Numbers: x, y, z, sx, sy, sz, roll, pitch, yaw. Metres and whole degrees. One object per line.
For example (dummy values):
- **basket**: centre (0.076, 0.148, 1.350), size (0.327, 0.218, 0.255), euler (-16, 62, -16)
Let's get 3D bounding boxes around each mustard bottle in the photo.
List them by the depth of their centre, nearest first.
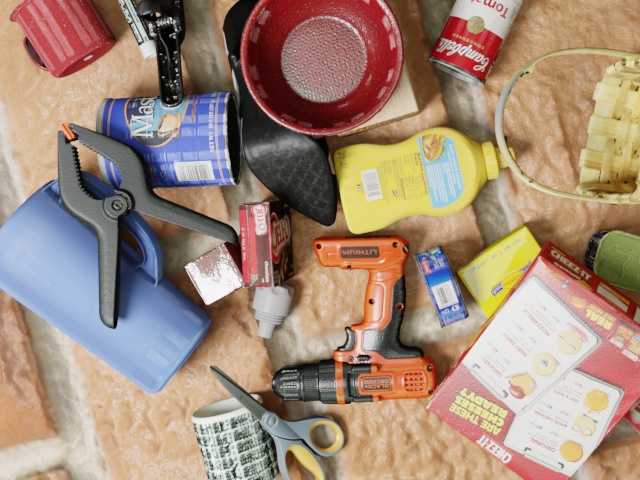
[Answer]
- **mustard bottle**: centre (0.116, -0.072, 1.159), size (0.191, 0.058, 0.096), euler (-12, 88, 6)

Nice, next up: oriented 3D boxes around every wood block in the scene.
- **wood block**: centre (0.034, -0.222, 1.141), size (0.091, 0.090, 0.206), euler (-17, 92, 6)

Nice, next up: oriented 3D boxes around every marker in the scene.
- **marker**: centre (-0.214, -0.261, 1.195), size (0.020, 0.020, 0.121), euler (-25, 92, 6)

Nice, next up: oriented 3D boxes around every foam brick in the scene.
- **foam brick**: centre (-0.110, 0.033, 1.178), size (0.053, 0.078, 0.051), euler (-29, 93, 6)

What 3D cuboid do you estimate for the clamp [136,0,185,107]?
- **clamp**: centre (-0.166, -0.236, 1.122), size (0.039, 0.171, 0.120), euler (-6, 138, -3)

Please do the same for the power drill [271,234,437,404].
- **power drill**: centre (0.033, 0.089, 1.181), size (0.184, 0.057, 0.188), euler (-3, 96, 3)

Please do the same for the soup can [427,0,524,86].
- **soup can**: centre (0.166, -0.224, 1.140), size (0.068, 0.068, 0.102), euler (26, 95, 3)

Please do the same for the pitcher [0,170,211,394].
- **pitcher**: centre (-0.236, 0.048, 1.164), size (0.243, 0.149, 0.145), euler (38, 68, -2)

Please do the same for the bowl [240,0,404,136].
- **bowl**: centre (0.002, -0.184, 1.070), size (0.162, 0.055, 0.162), euler (0, 92, 3)

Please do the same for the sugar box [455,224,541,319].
- **sugar box**: centre (0.234, 0.080, 1.166), size (0.093, 0.048, 0.176), euler (-35, 89, 7)

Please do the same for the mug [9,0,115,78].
- **mug**: centre (-0.287, -0.227, 1.176), size (0.117, 0.093, 0.081), euler (-28, 97, 37)

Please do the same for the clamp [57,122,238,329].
- **clamp**: centre (-0.210, -0.025, 1.095), size (0.164, 0.036, 0.210), euler (-42, 91, -4)

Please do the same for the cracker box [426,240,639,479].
- **cracker box**: centre (0.238, 0.134, 1.105), size (0.164, 0.072, 0.214), euler (36, 115, 8)

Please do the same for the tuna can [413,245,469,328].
- **tuna can**: centre (0.131, 0.049, 1.153), size (0.034, 0.086, 0.086), euler (-21, 92, 5)

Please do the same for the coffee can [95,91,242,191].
- **coffee can**: centre (-0.162, -0.107, 1.159), size (0.140, 0.103, 0.103), euler (-3, 94, 5)

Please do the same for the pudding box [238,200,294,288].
- **pudding box**: centre (-0.058, 0.002, 1.153), size (0.039, 0.113, 0.090), euler (-2, 94, 8)

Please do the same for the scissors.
- **scissors**: centre (-0.039, 0.190, 1.171), size (0.096, 0.016, 0.201), euler (-39, 112, -27)
